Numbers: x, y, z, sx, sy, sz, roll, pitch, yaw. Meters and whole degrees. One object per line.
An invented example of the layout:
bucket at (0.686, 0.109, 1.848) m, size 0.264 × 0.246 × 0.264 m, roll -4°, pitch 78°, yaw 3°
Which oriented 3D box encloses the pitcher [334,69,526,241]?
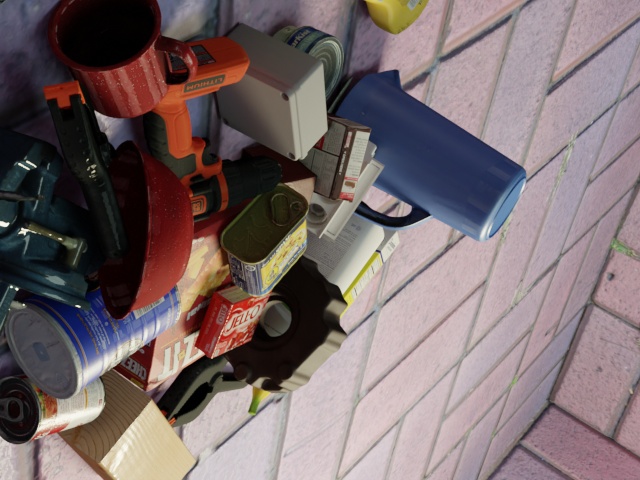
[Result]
pitcher at (0.128, -0.092, 1.356) m, size 0.144 × 0.243 × 0.149 m, roll -41°, pitch 156°, yaw -44°

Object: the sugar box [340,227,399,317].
sugar box at (0.024, 0.037, 1.498) m, size 0.176 × 0.093 × 0.048 m, roll -53°, pitch 156°, yaw -14°

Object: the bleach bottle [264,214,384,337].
bleach bottle at (-0.024, 0.058, 1.408) m, size 0.250 × 0.103 × 0.068 m, roll -52°, pitch 150°, yaw -19°

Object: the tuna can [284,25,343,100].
tuna can at (-0.012, -0.186, 1.157) m, size 0.086 × 0.034 × 0.086 m, roll -40°, pitch 145°, yaw -36°

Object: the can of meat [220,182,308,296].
can of meat at (-0.058, 0.001, 1.155) m, size 0.102 × 0.057 × 0.084 m, roll -48°, pitch 159°, yaw -23°

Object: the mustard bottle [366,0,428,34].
mustard bottle at (0.073, -0.313, 1.214) m, size 0.096 × 0.058 × 0.191 m, roll -57°, pitch 157°, yaw 0°

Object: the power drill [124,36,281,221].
power drill at (-0.114, -0.102, 1.047) m, size 0.184 × 0.057 × 0.188 m, roll -18°, pitch 135°, yaw -28°

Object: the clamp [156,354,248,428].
clamp at (-0.144, 0.170, 1.398) m, size 0.209 × 0.036 × 0.165 m, roll -34°, pitch 145°, yaw -51°

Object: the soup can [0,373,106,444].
soup can at (-0.277, 0.163, 1.089) m, size 0.102 × 0.069 × 0.068 m, roll -7°, pitch 125°, yaw -62°

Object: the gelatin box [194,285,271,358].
gelatin box at (-0.099, 0.088, 1.217) m, size 0.089 × 0.030 × 0.073 m, roll -18°, pitch 135°, yaw -61°

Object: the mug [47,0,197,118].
mug at (-0.158, -0.154, 0.887) m, size 0.081 × 0.117 × 0.093 m, roll 80°, pitch 19°, yaw -63°

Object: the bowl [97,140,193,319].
bowl at (-0.156, -0.008, 0.965) m, size 0.055 × 0.162 × 0.162 m, roll 4°, pitch 121°, yaw -27°

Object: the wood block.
wood block at (-0.228, 0.234, 1.244) m, size 0.090 × 0.090 × 0.206 m, roll -50°, pitch 155°, yaw -19°

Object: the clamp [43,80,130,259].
clamp at (-0.188, -0.062, 0.874) m, size 0.039 × 0.120 × 0.171 m, roll -19°, pitch 157°, yaw -3°

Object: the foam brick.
foam brick at (-0.051, -0.069, 1.227) m, size 0.051 × 0.078 × 0.053 m, roll -17°, pitch 135°, yaw -37°

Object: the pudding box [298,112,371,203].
pudding box at (0.001, -0.102, 1.242) m, size 0.039 × 0.114 × 0.090 m, roll 3°, pitch 106°, yaw -38°

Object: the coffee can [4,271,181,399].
coffee can at (-0.222, 0.076, 1.047) m, size 0.140 × 0.103 × 0.103 m, roll -36°, pitch 148°, yaw -42°

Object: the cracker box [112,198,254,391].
cracker box at (-0.146, 0.044, 1.197) m, size 0.163 × 0.072 × 0.214 m, roll -30°, pitch 144°, yaw -49°

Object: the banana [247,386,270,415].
banana at (-0.071, 0.155, 1.504) m, size 0.069 × 0.037 × 0.198 m, roll -80°, pitch 179°, yaw -57°
